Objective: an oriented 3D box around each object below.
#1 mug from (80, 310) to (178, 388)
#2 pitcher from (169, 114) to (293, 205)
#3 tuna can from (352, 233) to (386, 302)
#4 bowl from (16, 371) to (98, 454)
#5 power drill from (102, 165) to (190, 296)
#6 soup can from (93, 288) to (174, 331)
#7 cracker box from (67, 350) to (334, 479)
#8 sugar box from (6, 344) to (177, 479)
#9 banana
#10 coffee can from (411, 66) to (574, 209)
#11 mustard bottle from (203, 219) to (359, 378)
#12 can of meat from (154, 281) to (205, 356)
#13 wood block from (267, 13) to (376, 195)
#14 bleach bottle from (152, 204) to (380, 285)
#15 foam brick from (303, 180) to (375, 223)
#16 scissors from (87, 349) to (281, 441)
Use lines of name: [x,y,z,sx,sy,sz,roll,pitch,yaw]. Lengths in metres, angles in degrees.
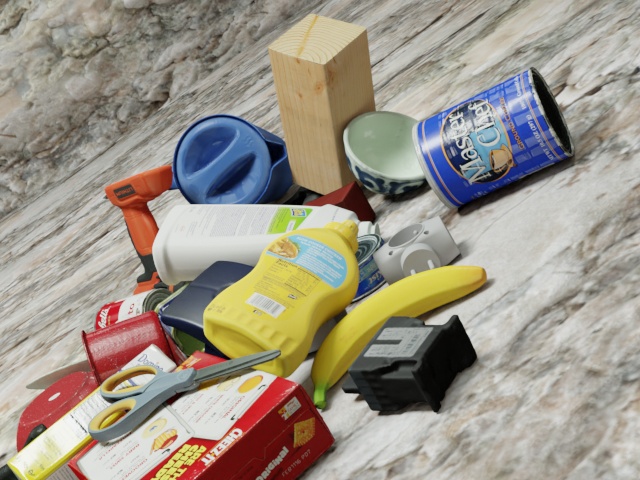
mug: [-0.195,0.135,1.128,0.081,0.117,0.093,-20,-10,-8]
pitcher: [-0.118,-0.101,1.489,0.145,0.149,0.242,-60,-7,7]
tuna can: [0.036,0.030,1.132,0.086,0.033,0.086,-30,18,10]
bowl: [-0.287,0.198,1.209,0.162,0.055,0.162,-29,18,10]
power drill: [-0.199,0.003,1.362,0.185,0.187,0.057,-12,5,46]
soup can: [-0.227,0.101,1.337,0.102,0.068,0.068,-17,24,40]
cracker box: [-0.109,0.184,0.920,0.164,0.072,0.214,-41,20,-22]
sugar box: [-0.209,0.188,1.037,0.048,0.093,0.176,35,64,29]
banana: [0.061,0.077,0.975,0.197,0.037,0.070,-39,48,-7]
coffee can: [0.182,-0.107,1.131,0.140,0.103,0.102,-25,20,23]
mustard bottle: [-0.019,0.040,1.001,0.096,0.058,0.191,25,48,20]
can of meat: [-0.137,0.085,1.248,0.102,0.057,0.084,-36,20,-11]
wood block: [0.009,-0.164,1.337,0.090,0.206,0.090,22,50,32]
bleach bottle: [-0.058,0.002,1.222,0.251,0.068,0.102,-1,39,17]
foam brick: [0.018,-0.026,1.281,0.078,0.053,0.051,-24,20,30]
scissors: [-0.130,0.136,0.934,0.202,0.016,0.096,-9,35,39]
